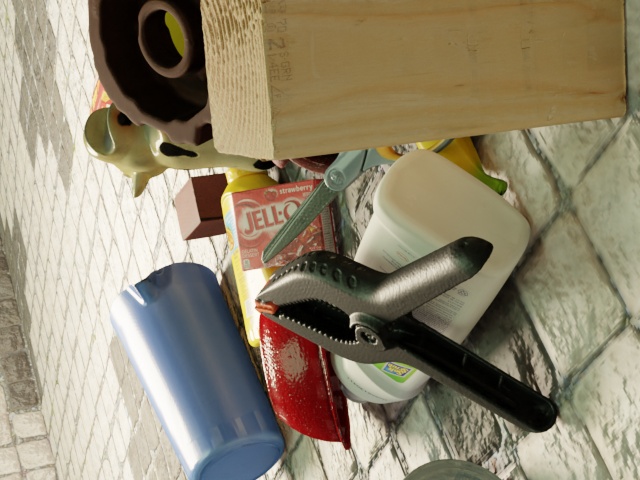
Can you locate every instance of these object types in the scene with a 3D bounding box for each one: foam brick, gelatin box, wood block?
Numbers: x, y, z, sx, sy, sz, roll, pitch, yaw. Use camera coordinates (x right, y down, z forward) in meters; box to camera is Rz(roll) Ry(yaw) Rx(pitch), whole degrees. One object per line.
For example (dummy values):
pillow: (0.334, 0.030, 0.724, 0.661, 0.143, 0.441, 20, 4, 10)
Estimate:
foam brick: (-0.124, -0.037, 1.176, 0.078, 0.052, 0.051, -37, 65, 63)
gelatin box: (-0.033, -0.013, 0.950, 0.089, 0.030, 0.073, -7, 92, 27)
wood block: (0.050, -0.100, 0.566, 0.091, 0.205, 0.090, -163, 66, -64)

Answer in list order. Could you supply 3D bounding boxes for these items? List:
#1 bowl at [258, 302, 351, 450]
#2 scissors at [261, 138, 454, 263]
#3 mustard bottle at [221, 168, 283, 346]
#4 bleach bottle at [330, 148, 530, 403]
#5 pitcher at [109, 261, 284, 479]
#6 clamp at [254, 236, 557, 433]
bowl: (-0.015, 0.099, 0.893, 0.162, 0.055, 0.162, -11, -90, -86)
scissors: (0.009, -0.064, 0.727, 0.202, 0.016, 0.096, -28, 92, 33)
mustard bottle: (-0.056, 0.001, 1.029, 0.096, 0.058, 0.191, -33, 68, 63)
bleach bottle: (0.054, 0.047, 0.758, 0.102, 0.068, 0.251, 35, 145, 7)
pitcher: (-0.130, 0.156, 1.189, 0.145, 0.148, 0.243, -58, 47, 35)
clamp: (0.047, 0.056, 0.685, 0.210, 0.036, 0.164, 3, 136, 43)
